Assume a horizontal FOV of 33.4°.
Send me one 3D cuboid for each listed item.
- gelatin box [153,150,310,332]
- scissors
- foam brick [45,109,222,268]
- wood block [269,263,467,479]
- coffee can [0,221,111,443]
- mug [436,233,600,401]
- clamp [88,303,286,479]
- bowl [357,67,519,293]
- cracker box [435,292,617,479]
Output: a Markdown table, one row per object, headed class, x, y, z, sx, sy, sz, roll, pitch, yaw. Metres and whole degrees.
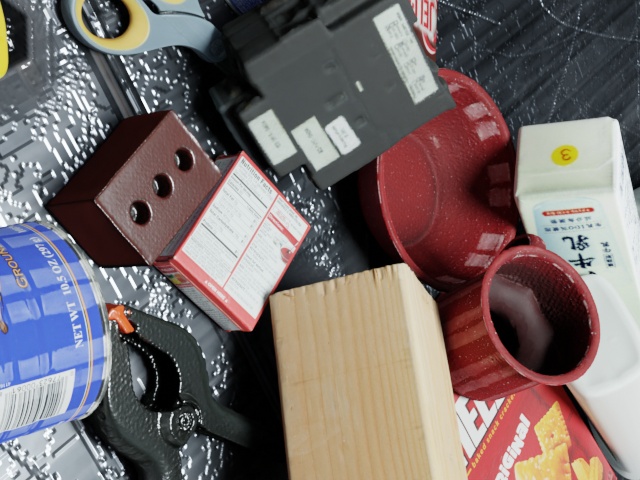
| class | x | y | z | sx | sy | sz | roll | pitch | yaw |
| --- | --- | --- | --- | --- | --- | --- | --- | --- | --- |
| gelatin box | -0.054 | 0.001 | 0.665 | 0.073 | 0.030 | 0.089 | 47 | 57 | -29 |
| scissors | -0.083 | -0.112 | 0.654 | 0.096 | 0.016 | 0.201 | -48 | 130 | -18 |
| foam brick | -0.104 | -0.029 | 0.604 | 0.053 | 0.051 | 0.078 | 53 | 54 | -28 |
| wood block | 0.034 | 0.131 | 0.639 | 0.090 | 0.091 | 0.206 | 46 | 33 | -61 |
| coffee can | -0.182 | 0.052 | 0.485 | 0.140 | 0.103 | 0.103 | -14 | 96 | -44 |
| mug | 0.125 | 0.050 | 0.715 | 0.093 | 0.082 | 0.117 | 22 | 61 | -19 |
| clamp | -0.081 | 0.103 | 0.626 | 0.120 | 0.039 | 0.171 | -39 | 120 | -46 |
| bowl | 0.078 | -0.041 | 0.778 | 0.161 | 0.055 | 0.162 | 5 | 83 | -44 |
| cracker box | 0.129 | 0.169 | 0.798 | 0.213 | 0.072 | 0.164 | 56 | 52 | -24 |
